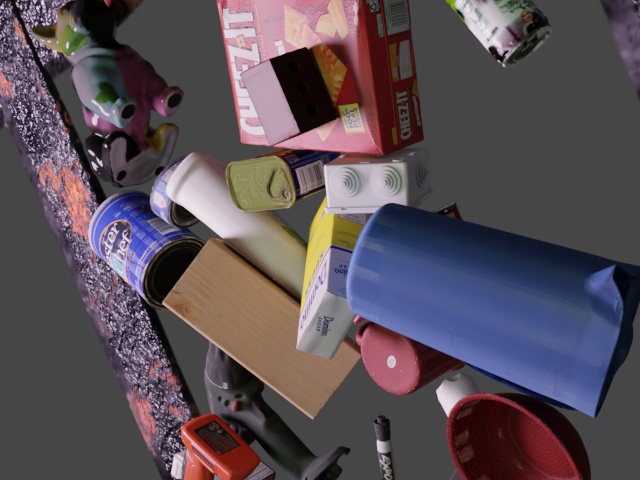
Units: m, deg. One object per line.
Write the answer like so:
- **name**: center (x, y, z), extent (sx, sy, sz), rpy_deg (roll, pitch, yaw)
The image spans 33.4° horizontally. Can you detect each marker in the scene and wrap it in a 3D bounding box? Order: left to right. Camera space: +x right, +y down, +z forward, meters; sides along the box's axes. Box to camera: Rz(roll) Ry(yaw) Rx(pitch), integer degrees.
- **marker**: center (0.077, 0.258, 1.236), extent (0.020, 0.020, 0.121), rpy_deg (10, 115, 44)

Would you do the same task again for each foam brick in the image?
- **foam brick**: center (-0.031, -0.139, 1.027), extent (0.051, 0.052, 0.078), rpy_deg (-19, 95, 51)

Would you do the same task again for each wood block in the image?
- **wood block**: center (-0.060, 0.096, 1.182), extent (0.206, 0.090, 0.091), rpy_deg (37, 91, 3)

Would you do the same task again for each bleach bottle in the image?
- **bleach bottle**: center (-0.058, 0.001, 1.196), extent (0.251, 0.102, 0.068), rpy_deg (41, 100, 25)

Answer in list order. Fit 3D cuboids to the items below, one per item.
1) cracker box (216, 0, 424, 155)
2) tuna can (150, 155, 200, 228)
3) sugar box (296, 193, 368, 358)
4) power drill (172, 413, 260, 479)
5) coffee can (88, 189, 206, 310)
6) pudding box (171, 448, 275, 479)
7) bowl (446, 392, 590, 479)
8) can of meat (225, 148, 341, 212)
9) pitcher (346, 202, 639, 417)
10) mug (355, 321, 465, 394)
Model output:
- **cracker box**: center (-0.004, -0.177, 1.076), extent (0.214, 0.071, 0.164), rpy_deg (9, 114, 44)
- **tuna can**: center (-0.162, -0.058, 1.287), extent (0.034, 0.085, 0.086), rpy_deg (35, 131, 28)
- **sugar box**: center (0.014, 0.023, 1.088), extent (0.048, 0.176, 0.093), rpy_deg (18, 132, -8)
- **power drill**: center (-0.131, 0.324, 1.321), extent (0.185, 0.057, 0.188), rpy_deg (37, 127, 28)
- **coffee can**: center (-0.214, 0.011, 1.345), extent (0.140, 0.102, 0.103), rpy_deg (36, 131, 42)
- **pudding box**: center (-0.129, 0.310, 1.423), extent (0.114, 0.089, 0.039), rpy_deg (34, 128, 32)
- **bowl**: center (0.198, 0.203, 1.013), extent (0.162, 0.055, 0.162), rpy_deg (31, 137, 35)
- **can of meat**: center (-0.037, -0.071, 1.151), extent (0.102, 0.083, 0.057), rpy_deg (-4, 105, 47)
- **pitcher**: center (0.151, 0.059, 0.937), extent (0.243, 0.144, 0.149), rpy_deg (19, 97, 20)
- **mug**: center (0.087, 0.105, 1.105), extent (0.117, 0.081, 0.093), rpy_deg (17, 120, 41)
